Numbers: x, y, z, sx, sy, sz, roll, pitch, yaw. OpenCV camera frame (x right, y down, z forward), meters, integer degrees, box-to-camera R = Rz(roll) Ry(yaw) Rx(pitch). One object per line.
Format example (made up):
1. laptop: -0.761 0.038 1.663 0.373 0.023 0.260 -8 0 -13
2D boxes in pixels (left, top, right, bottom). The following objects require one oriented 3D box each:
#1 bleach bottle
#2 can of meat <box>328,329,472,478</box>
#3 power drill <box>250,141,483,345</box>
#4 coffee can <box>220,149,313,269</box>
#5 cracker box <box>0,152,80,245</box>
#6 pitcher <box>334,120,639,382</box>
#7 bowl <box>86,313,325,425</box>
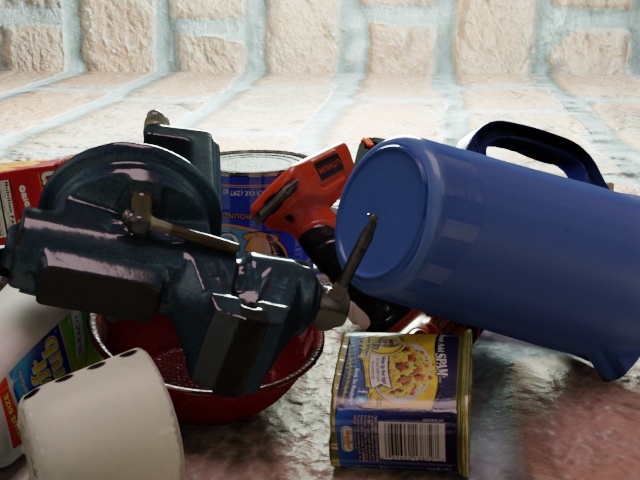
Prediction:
1. bleach bottle: -0.200 0.095 0.669 0.068 0.102 0.250 6 22 6
2. can of meat: 0.052 0.099 0.668 0.084 0.057 0.102 0 29 9
3. power drill: 0.048 0.014 0.808 0.188 0.057 0.184 49 30 6
4. coffee can: -0.056 0.001 0.898 0.103 0.140 0.103 -1 15 0
5. cracker box: -0.261 -0.041 0.979 0.214 0.072 0.164 -6 8 27
6. pitcher: 0.132 -0.004 0.756 0.242 0.145 0.149 15 18 -35
7. bowl: -0.080 0.078 0.736 0.162 0.055 0.162 7 28 -4
